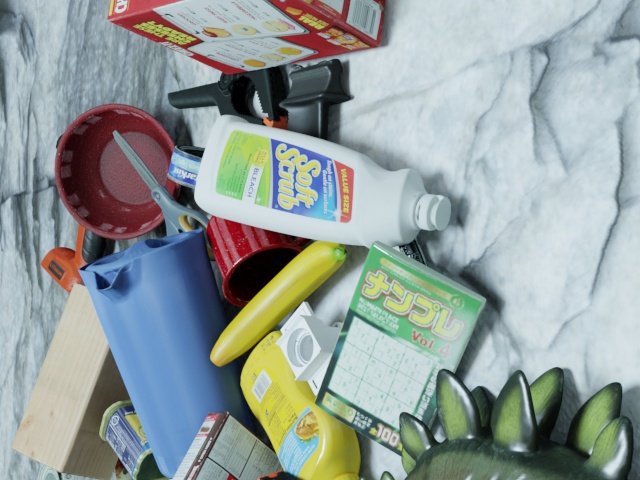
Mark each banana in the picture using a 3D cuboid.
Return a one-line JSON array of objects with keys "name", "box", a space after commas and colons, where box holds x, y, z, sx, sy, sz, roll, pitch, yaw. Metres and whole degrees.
[{"name": "banana", "box": [-0.036, 0.051, 1.036, 0.037, 0.069, 0.198, 49, 119, 5]}]

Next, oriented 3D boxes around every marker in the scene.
[{"name": "marker", "box": [0.093, 0.042, 0.938, 0.020, 0.020, 0.121, -44, 56, 40]}]

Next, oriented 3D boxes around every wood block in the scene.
[{"name": "wood block", "box": [-0.269, 0.166, 1.259, 0.090, 0.090, 0.206, 14, 81, 34]}]

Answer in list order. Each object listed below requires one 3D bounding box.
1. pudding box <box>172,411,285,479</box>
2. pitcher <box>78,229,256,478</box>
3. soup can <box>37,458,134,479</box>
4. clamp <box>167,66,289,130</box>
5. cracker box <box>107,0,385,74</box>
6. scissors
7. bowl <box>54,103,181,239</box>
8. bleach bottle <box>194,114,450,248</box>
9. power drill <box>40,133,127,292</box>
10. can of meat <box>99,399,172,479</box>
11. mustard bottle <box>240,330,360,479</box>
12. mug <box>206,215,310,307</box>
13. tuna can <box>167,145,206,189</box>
[{"name": "pudding box", "box": [-0.083, 0.236, 1.048, 0.039, 0.113, 0.090, -14, 39, 46]}, {"name": "pitcher", "box": [-0.146, 0.114, 1.118, 0.145, 0.149, 0.243, 1, 110, 67]}, {"name": "soup can", "box": [-0.292, 0.303, 1.330, 0.069, 0.102, 0.068, -3, 86, 51]}, {"name": "clamp", "box": [-0.088, -0.183, 1.159, 0.210, 0.036, 0.165, 42, 116, 43]}, {"name": "cracker box", "box": [-0.070, -0.227, 1.013, 0.214, 0.163, 0.072, -1, 77, 42]}, {"name": "scissors", "box": [-0.184, -0.034, 1.237, 0.202, 0.016, 0.096, 41, 131, 22]}, {"name": "bowl", "box": [-0.234, -0.084, 1.282, 0.162, 0.055, 0.162, 2, 99, 13]}, {"name": "bleach bottle", "box": [0.004, -0.051, 0.976, 0.251, 0.068, 0.102, 11, 81, 34]}, {"name": "power drill", "box": [-0.316, -0.037, 1.413, 0.185, 0.057, 0.188, 35, 115, 46]}, {"name": "can of meat", "box": [-0.183, 0.224, 1.203, 0.084, 0.101, 0.057, 43, 124, 40]}, {"name": "mustard bottle", "box": [-0.011, 0.184, 1.027, 0.192, 0.058, 0.096, 58, 133, 35]}, {"name": "mug", "box": [-0.057, 0.001, 1.080, 0.117, 0.093, 0.081, -34, 52, 9]}, {"name": "tuna can", "box": [-0.120, -0.076, 1.153, 0.086, 0.085, 0.034, 28, 108, 48]}]
